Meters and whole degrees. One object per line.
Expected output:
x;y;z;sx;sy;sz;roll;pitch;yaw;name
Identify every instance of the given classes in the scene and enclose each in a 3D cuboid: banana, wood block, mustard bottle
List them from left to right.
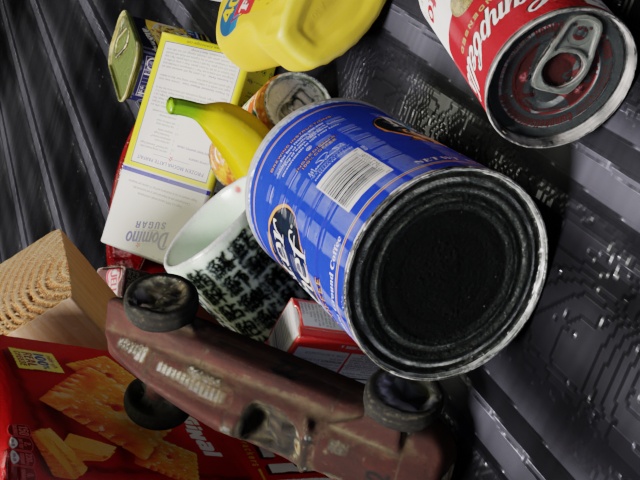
-0.159;0.105;0.763;0.091;0.206;0.090;-32;35;2;wood block
-0.039;-0.010;0.700;0.198;0.069;0.037;70;164;-11;banana
-0.026;-0.162;0.745;0.096;0.058;0.192;-54;23;-8;mustard bottle

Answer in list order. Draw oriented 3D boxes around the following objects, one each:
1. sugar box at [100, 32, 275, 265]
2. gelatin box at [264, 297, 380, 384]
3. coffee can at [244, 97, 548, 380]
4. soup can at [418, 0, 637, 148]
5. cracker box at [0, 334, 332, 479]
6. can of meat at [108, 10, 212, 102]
-0.105;-0.068;0.844;0.093;0.048;0.176;19;94;30;sugar box
0.001;0.073;0.603;0.089;0.073;0.030;122;148;-40;gelatin box
0.032;-0.007;0.533;0.140;0.102;0.103;42;118;61;coffee can
0.090;-0.098;0.486;0.069;0.068;0.102;-63;29;32;soup can
-0.098;0.130;0.625;0.164;0.213;0.072;49;123;59;cracker box
-0.141;-0.160;0.969;0.057;0.083;0.102;-67;29;27;can of meat
